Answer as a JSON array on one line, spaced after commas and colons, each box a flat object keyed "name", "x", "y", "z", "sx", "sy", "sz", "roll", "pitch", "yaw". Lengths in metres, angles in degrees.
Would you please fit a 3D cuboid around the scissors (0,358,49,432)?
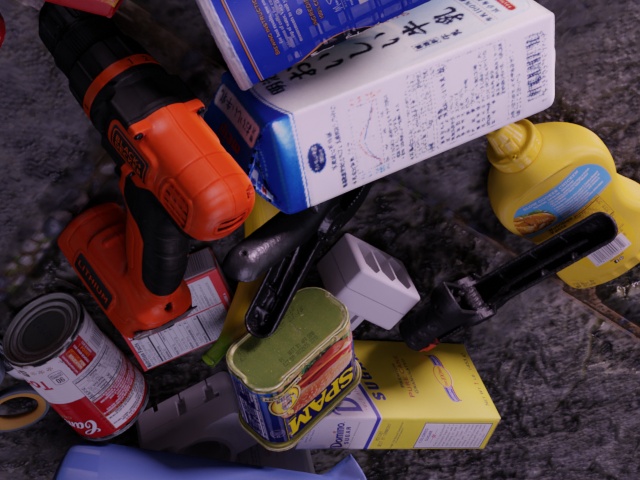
[{"name": "scissors", "x": -0.285, "y": 0.154, "z": 0.836, "sx": 0.096, "sy": 0.016, "sz": 0.202, "roll": 21, "pitch": 128, "yaw": -30}]

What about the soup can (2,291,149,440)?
[{"name": "soup can", "x": -0.181, "y": 0.095, "z": 0.798, "sx": 0.068, "sy": 0.068, "sz": 0.102, "roll": -27, "pitch": 132, "yaw": 4}]

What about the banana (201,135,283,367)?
[{"name": "banana", "x": -0.046, "y": -0.001, "z": 0.768, "sx": 0.069, "sy": 0.037, "sz": 0.198, "roll": -29, "pitch": 133, "yaw": -53}]

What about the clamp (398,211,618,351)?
[{"name": "clamp", "x": 0.110, "y": 0.048, "z": 0.817, "sx": 0.164, "sy": 0.036, "sz": 0.210, "roll": -19, "pitch": 167, "yaw": -33}]

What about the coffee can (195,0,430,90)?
[{"name": "coffee can", "x": -0.004, "y": -0.162, "z": 0.616, "sx": 0.140, "sy": 0.103, "sz": 0.102, "roll": -25, "pitch": 133, "yaw": 2}]

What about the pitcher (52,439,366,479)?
[{"name": "pitcher", "x": -0.087, "y": 0.239, "z": 0.817, "sx": 0.243, "sy": 0.149, "sz": 0.145, "roll": 11, "pitch": 126, "yaw": 1}]

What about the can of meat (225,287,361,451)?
[{"name": "can of meat", "x": -0.019, "y": 0.094, "z": 0.799, "sx": 0.102, "sy": 0.057, "sz": 0.084, "roll": -40, "pitch": 147, "yaw": -23}]

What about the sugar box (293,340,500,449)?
[{"name": "sugar box", "x": 0.053, "y": 0.128, "z": 0.894, "sx": 0.176, "sy": 0.093, "sz": 0.048, "roll": 6, "pitch": 126, "yaw": -25}]

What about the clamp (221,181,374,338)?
[{"name": "clamp", "x": -0.008, "y": -0.017, "z": 0.725, "sx": 0.171, "sy": 0.039, "sz": 0.120, "roll": -57, "pitch": 169, "yaw": -10}]

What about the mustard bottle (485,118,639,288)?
[{"name": "mustard bottle", "x": 0.184, "y": -0.037, "z": 0.822, "sx": 0.096, "sy": 0.058, "sz": 0.191, "roll": -36, "pitch": 132, "yaw": 21}]

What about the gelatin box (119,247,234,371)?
[{"name": "gelatin box", "x": -0.111, "y": 0.052, "z": 0.814, "sx": 0.089, "sy": 0.030, "sz": 0.073, "roll": -23, "pitch": 134, "yaw": -1}]

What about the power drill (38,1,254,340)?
[{"name": "power drill", "x": -0.122, "y": -0.037, "z": 0.666, "sx": 0.057, "sy": 0.184, "sz": 0.188, "roll": -27, "pitch": 157, "yaw": -30}]
